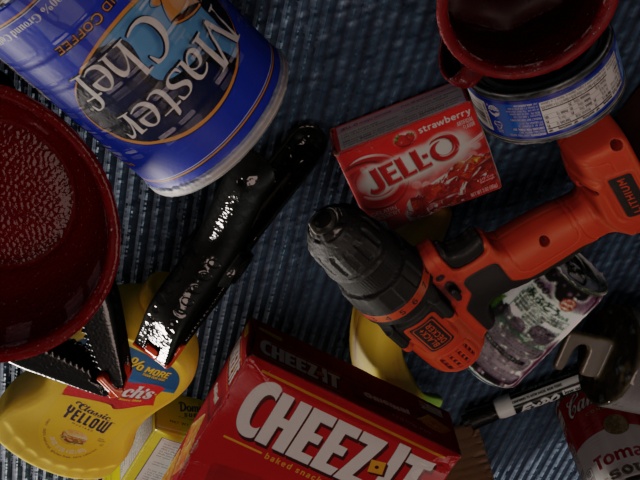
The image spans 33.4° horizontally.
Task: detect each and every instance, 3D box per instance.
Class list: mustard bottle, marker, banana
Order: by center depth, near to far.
[{"bbox_3d":[-0.139,0.084,0.726,0.096,0.058,0.192,30,120,-23],"label":"mustard bottle"},{"bbox_3d":[0.053,0.053,0.748,0.069,0.037,0.198,-18,134,-17],"label":"banana"},{"bbox_3d":[0.167,0.121,0.831,0.121,0.020,0.020,-22,130,10],"label":"marker"}]

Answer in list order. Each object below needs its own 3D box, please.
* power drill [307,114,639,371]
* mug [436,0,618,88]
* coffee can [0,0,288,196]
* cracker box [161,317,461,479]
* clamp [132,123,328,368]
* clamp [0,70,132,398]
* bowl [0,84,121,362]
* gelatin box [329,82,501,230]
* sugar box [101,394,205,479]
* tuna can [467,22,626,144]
[{"bbox_3d":[0.102,-0.008,0.645,0.188,0.057,0.184,-34,140,13],"label":"power drill"},{"bbox_3d":[0.093,-0.135,0.559,0.093,0.081,0.117,11,127,-18],"label":"mug"},{"bbox_3d":[-0.099,-0.104,0.542,0.103,0.103,0.140,-34,127,19],"label":"coffee can"},{"bbox_3d":[-0.026,0.186,0.744,0.164,0.072,0.214,27,106,-11],"label":"cracker box"},{"bbox_3d":[-0.054,0.001,0.634,0.039,0.120,0.172,42,120,9],"label":"clamp"},{"bbox_3d":[-0.182,0.009,0.640,0.165,0.036,0.210,-40,106,22],"label":"clamp"},{"bbox_3d":[-0.183,-0.016,0.578,0.162,0.055,0.162,1,112,1],"label":"bowl"},{"bbox_3d":[0.059,-0.050,0.661,0.089,0.030,0.073,-21,130,8],"label":"gelatin box"},{"bbox_3d":[-0.120,0.195,0.833,0.093,0.048,0.176,20,127,-22],"label":"sugar box"},{"bbox_3d":[0.124,-0.094,0.597,0.086,0.086,0.033,-21,128,9],"label":"tuna can"}]
